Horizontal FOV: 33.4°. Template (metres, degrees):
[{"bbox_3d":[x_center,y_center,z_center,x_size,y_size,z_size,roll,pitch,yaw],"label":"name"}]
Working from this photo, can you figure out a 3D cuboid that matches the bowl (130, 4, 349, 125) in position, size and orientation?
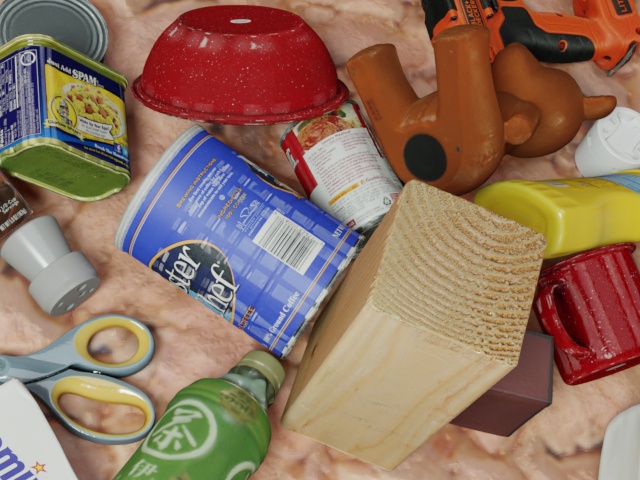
[{"bbox_3d":[-0.058,-0.135,0.781,0.162,0.055,0.162,2,26,-1],"label":"bowl"}]

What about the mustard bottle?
[{"bbox_3d":[0.218,-0.024,0.833,0.191,0.096,0.058,-7,103,-34],"label":"mustard bottle"}]

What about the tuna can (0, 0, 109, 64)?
[{"bbox_3d":[-0.205,-0.148,0.806,0.086,0.034,0.086,7,61,-13],"label":"tuna can"}]

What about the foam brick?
[{"bbox_3d":[0.125,0.098,0.752,0.051,0.078,0.053,13,60,-8],"label":"foam brick"}]

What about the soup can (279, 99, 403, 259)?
[{"bbox_3d":[0.021,-0.045,0.801,0.068,0.069,0.102,-19,71,-25],"label":"soup can"}]

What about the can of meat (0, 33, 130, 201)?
[{"bbox_3d":[-0.180,-0.083,0.746,0.102,0.058,0.084,24,51,-53],"label":"can of meat"}]

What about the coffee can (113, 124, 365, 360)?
[{"bbox_3d":[-0.055,0.001,0.733,0.140,0.103,0.102,34,59,2],"label":"coffee can"}]

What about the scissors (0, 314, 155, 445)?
[{"bbox_3d":[-0.197,0.070,0.703,0.201,0.016,0.096,24,62,-4],"label":"scissors"}]

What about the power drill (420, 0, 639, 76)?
[{"bbox_3d":[0.178,-0.210,0.942,0.187,0.057,0.184,-7,69,-17],"label":"power drill"}]

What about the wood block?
[{"bbox_3d":[0.051,0.062,0.672,0.090,0.206,0.090,23,59,-5],"label":"wood block"}]

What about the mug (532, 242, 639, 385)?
[{"bbox_3d":[0.197,0.057,0.782,0.117,0.093,0.081,3,63,-51],"label":"mug"}]
